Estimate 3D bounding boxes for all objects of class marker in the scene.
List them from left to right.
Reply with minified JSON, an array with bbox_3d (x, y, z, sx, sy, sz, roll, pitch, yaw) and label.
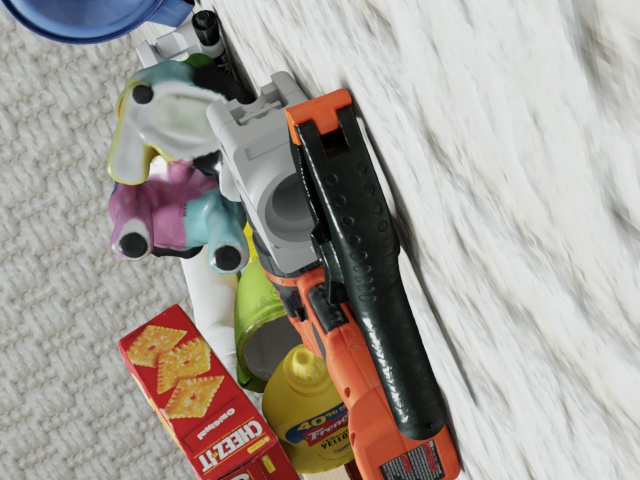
[{"bbox_3d":[-0.078,-0.135,0.805,0.020,0.020,0.121,62,174,22],"label":"marker"}]

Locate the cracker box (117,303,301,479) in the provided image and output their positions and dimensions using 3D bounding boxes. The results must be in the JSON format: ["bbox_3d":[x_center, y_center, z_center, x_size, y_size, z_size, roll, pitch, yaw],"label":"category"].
[{"bbox_3d":[-0.075,0.172,0.875,0.214,0.072,0.164,44,164,53],"label":"cracker box"}]

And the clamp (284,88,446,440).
[{"bbox_3d":[0.014,0.001,0.504,0.120,0.039,0.171,47,156,56],"label":"clamp"}]

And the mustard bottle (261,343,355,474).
[{"bbox_3d":[0.001,0.132,0.883,0.058,0.096,0.191,60,173,29],"label":"mustard bottle"}]

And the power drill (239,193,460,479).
[{"bbox_3d":[0.015,0.058,0.657,0.188,0.057,0.184,62,178,42],"label":"power drill"}]

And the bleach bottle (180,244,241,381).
[{"bbox_3d":[-0.108,0.044,1.091,0.251,0.068,0.102,-108,2,-48],"label":"bleach bottle"}]

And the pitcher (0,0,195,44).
[{"bbox_3d":[-0.194,-0.261,0.837,0.243,0.145,0.149,-117,17,-47],"label":"pitcher"}]
